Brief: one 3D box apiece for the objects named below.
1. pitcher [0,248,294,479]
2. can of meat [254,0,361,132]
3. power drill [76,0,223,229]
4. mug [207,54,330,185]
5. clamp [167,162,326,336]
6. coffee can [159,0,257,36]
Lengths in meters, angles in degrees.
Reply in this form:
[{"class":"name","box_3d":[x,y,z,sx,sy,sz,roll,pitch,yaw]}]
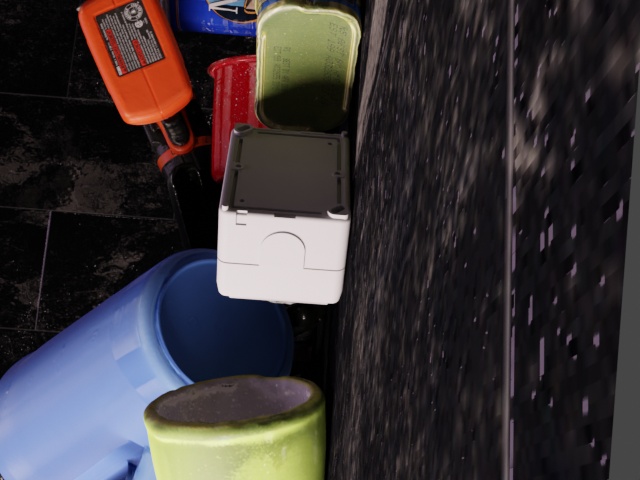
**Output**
[{"class":"pitcher","box_3d":[-0.123,0.107,0.715,0.243,0.144,0.149,-35,86,48]},{"class":"can of meat","box_3d":[-0.008,-0.119,0.567,0.102,0.057,0.084,96,175,-57]},{"class":"power drill","box_3d":[-0.117,-0.096,0.808,0.187,0.057,0.184,84,161,-76]},{"class":"mug","box_3d":[-0.029,-0.078,0.762,0.117,0.093,0.081,12,-102,-59]},{"class":"clamp","box_3d":[-0.058,0.067,0.766,0.165,0.036,0.210,40,139,37]},{"class":"coffee can","box_3d":[-0.054,-0.217,0.866,0.103,0.140,0.103,-177,92,-88]}]
